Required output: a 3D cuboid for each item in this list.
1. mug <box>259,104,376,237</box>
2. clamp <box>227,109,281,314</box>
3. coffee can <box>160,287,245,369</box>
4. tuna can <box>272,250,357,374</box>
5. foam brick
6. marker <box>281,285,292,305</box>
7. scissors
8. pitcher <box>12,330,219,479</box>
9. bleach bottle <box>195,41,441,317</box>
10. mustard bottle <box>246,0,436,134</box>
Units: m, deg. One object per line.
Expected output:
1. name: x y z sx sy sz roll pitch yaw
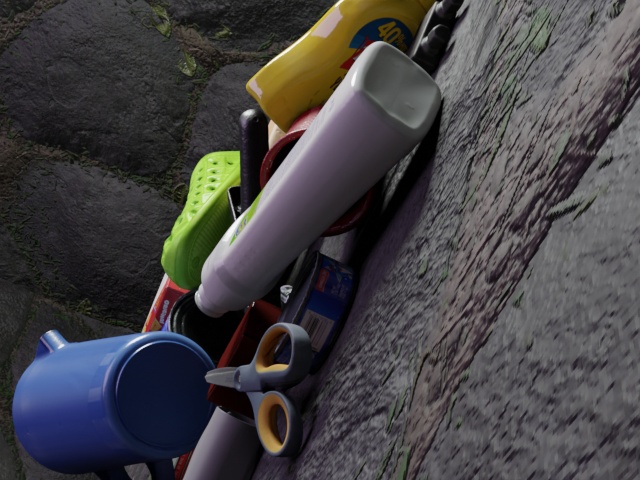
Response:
1. mug: 0.014 -0.067 0.864 0.117 0.093 0.081 -32 16 23
2. clamp: -0.056 0.001 0.939 0.165 0.036 0.210 104 160 -60
3. coffee can: -0.127 0.128 1.108 0.140 0.102 0.102 -57 11 47
4. tuna can: -0.006 0.053 0.772 0.086 0.033 0.086 -63 7 14
5. foam brick: -0.050 0.098 0.863 0.078 0.053 0.051 -59 9 32
6. marker: -0.024 0.054 0.959 0.020 0.020 0.121 -65 7 -2
7. scissors: -0.049 0.116 0.757 0.202 0.016 0.096 137 133 -59
8. pitcher: -0.184 0.159 0.988 0.243 0.149 0.145 -19 50 58
9. bleach bottle: -0.016 -0.029 0.797 0.251 0.068 0.102 -47 9 35
10. mustard bottle: 0.030 -0.168 0.918 0.192 0.058 0.096 -41 -28 6
